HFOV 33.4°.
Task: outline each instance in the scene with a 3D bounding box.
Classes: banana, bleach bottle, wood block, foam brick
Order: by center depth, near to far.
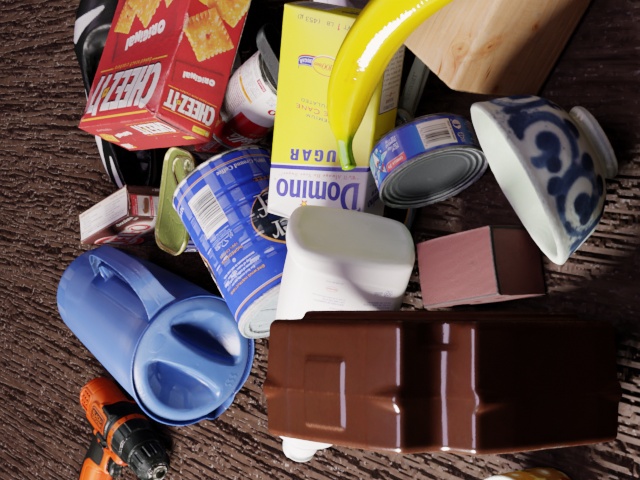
[{"bbox_3d":[0.142,-0.209,0.727,0.091,0.090,0.206,52,128,38],"label":"wood block"},{"bbox_3d":[0.052,-0.140,0.743,0.070,0.037,0.198,50,130,19],"label":"banana"},{"bbox_3d":[0.117,0.021,0.787,0.078,0.052,0.051,-16,78,51],"label":"foam brick"},{"bbox_3d":[-0.001,0.091,0.878,0.068,0.102,0.251,-93,15,-51],"label":"bleach bottle"}]

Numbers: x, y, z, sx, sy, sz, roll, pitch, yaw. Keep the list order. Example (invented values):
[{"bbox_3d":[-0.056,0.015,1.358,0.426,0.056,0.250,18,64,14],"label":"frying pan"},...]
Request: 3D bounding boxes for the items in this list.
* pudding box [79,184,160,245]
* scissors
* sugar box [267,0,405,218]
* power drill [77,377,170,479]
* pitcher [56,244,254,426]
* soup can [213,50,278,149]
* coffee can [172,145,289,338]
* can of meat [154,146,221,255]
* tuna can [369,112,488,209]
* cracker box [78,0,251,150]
[{"bbox_3d":[-0.196,-0.025,1.153,0.114,0.089,0.039,-26,69,48],"label":"pudding box"},{"bbox_3d":[0.048,-0.093,0.866,0.096,0.016,0.202,15,113,27],"label":"scissors"},{"bbox_3d":[0.011,-0.095,0.849,0.093,0.048,0.176,18,114,27],"label":"sugar box"},{"bbox_3d":[-0.239,0.276,1.235,0.185,0.057,0.188,38,116,49],"label":"power drill"},{"bbox_3d":[-0.187,0.078,1.107,0.243,0.144,0.149,25,103,52],"label":"pitcher"},{"bbox_3d":[-0.056,-0.135,0.995,0.102,0.068,0.068,-30,67,47],"label":"soup can"},{"bbox_3d":[-0.056,0.001,0.949,0.103,0.102,0.140,-49,63,40],"label":"coffee can"},{"bbox_3d":[-0.108,-0.038,1.047,0.058,0.083,0.102,23,108,50],"label":"can of meat"},{"bbox_3d":[0.081,-0.060,0.807,0.086,0.085,0.034,-42,57,43],"label":"tuna can"},{"bbox_3d":[-0.144,-0.201,1.026,0.164,0.072,0.213,2,73,54],"label":"cracker box"}]
